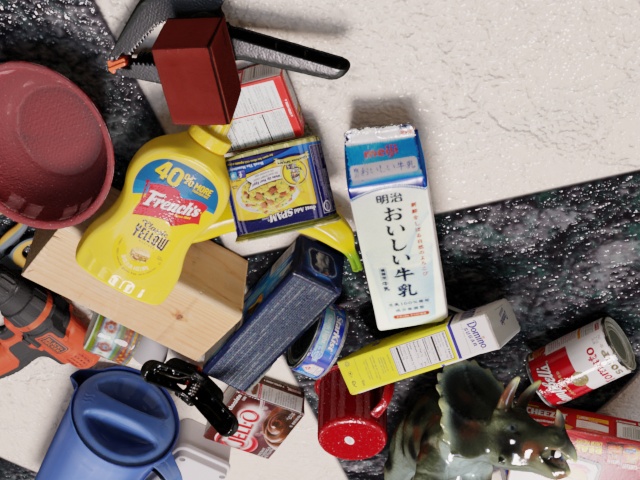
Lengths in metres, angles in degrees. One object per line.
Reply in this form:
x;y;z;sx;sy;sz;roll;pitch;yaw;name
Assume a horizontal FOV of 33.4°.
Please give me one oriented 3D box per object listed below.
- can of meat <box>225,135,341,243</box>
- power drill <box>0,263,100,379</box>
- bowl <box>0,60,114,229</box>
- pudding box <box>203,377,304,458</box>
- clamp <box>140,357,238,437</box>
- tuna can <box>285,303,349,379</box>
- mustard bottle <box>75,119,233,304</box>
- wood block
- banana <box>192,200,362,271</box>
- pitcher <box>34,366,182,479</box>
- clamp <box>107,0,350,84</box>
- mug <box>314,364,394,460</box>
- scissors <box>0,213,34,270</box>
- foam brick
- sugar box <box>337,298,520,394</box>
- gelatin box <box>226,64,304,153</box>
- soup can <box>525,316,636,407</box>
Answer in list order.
-0.040;-0.049;1.018;0.102;0.057;0.084;-12;94;12;can of meat
-0.365;0.107;1.195;0.188;0.057;0.184;-21;134;22;power drill
-0.255;-0.094;0.990;0.162;0.055;0.162;7;116;14;bowl
-0.081;0.214;1.303;0.090;0.039;0.114;21;131;-16;pudding box
-0.135;0.170;1.185;0.120;0.171;0.039;42;91;4;clamp
-0.004;0.106;1.166;0.033;0.086;0.086;24;130;-17;tuna can
-0.139;-0.039;0.984;0.096;0.058;0.192;31;103;-18;mustard bottle
-0.187;0.028;1.099;0.205;0.090;0.091;30;126;-23;wood block
-0.050;-0.016;1.072;0.198;0.037;0.069;9;89;3;banana
-0.268;0.278;1.307;0.144;0.149;0.243;12;137;-24;pitcher
-0.087;-0.179;0.925;0.210;0.036;0.164;-22;115;23;clamp
0.045;0.198;1.252;0.093;0.081;0.117;33;126;-25;mug
-0.354;0.033;1.161;0.096;0.016;0.202;27;129;-21;scissors
-0.102;-0.143;0.898;0.051;0.053;0.078;-1;131;13;foam brick
0.115;0.112;1.134;0.176;0.093;0.048;-24;87;25;sugar box
-0.067;-0.123;0.991;0.089;0.030;0.073;-11;133;12;gelatin box
0.291;0.136;1.192;0.102;0.068;0.068;-32;124;27;soup can
